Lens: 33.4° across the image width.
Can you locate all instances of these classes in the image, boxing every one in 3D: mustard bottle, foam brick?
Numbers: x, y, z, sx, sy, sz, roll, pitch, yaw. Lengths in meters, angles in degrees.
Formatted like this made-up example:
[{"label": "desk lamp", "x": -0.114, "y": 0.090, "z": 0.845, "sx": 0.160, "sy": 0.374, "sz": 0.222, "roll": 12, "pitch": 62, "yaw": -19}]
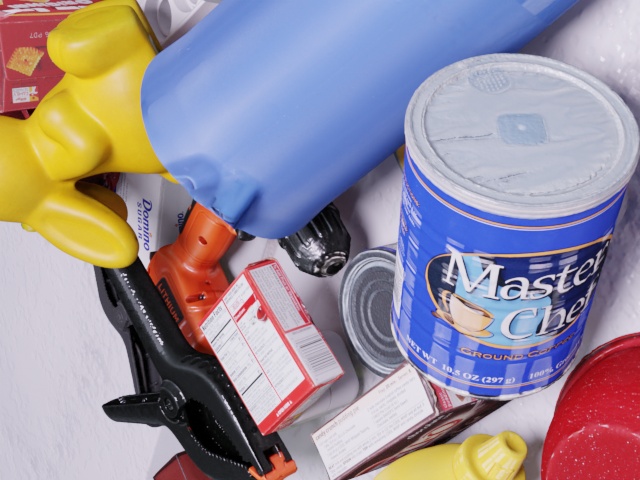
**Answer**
[{"label": "mustard bottle", "x": 0.066, "y": 0.173, "z": 0.634, "sx": 0.058, "sy": 0.096, "sz": 0.192, "roll": -82, "pitch": 18, "yaw": -48}, {"label": "foam brick", "x": -0.079, "y": 0.185, "z": 0.821, "sx": 0.053, "sy": 0.078, "sz": 0.051, "roll": -48, "pitch": 63, "yaw": 47}]

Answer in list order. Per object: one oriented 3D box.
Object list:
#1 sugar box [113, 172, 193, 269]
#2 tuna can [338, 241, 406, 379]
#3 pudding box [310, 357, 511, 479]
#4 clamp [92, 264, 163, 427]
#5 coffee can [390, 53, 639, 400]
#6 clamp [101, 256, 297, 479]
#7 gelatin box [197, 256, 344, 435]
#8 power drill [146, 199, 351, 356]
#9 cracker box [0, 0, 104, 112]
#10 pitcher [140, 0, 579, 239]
[{"label": "sugar box", "x": -0.169, "y": -0.040, "z": 0.898, "sx": 0.176, "sy": 0.048, "sz": 0.093, "roll": 27, "pitch": 117, "yaw": 40}, {"label": "tuna can", "x": 0.050, "y": 0.044, "z": 0.663, "sx": 0.086, "sy": 0.033, "sz": 0.086, "roll": 16, "pitch": 111, "yaw": 47}, {"label": "pudding box", "x": 0.060, "y": 0.097, "z": 0.621, "sx": 0.114, "sy": 0.089, "sz": 0.039, "roll": -48, "pitch": 62, "yaw": 44}, {"label": "clamp", "x": -0.157, "y": 0.073, "z": 0.917, "sx": 0.172, "sy": 0.039, "sz": 0.120, "roll": 54, "pitch": 131, "yaw": 35}, {"label": "coffee can", "x": 0.088, "y": -0.004, "z": 0.518, "sx": 0.103, "sy": 0.102, "sz": 0.140, "roll": 46, "pitch": 152, "yaw": 33}, {"label": "clamp", "x": -0.096, "y": 0.098, "z": 0.747, "sx": 0.210, "sy": 0.036, "sz": 0.164, "roll": 27, "pitch": 128, "yaw": 41}, {"label": "gelatin box", "x": -0.032, "y": 0.067, "z": 0.673, "sx": 0.089, "sy": 0.030, "sz": 0.073, "roll": 58, "pitch": 137, "yaw": 17}, {"label": "power drill", "x": -0.055, "y": 0.001, "z": 0.751, "sx": 0.184, "sy": 0.057, "sz": 0.188, "roll": 61, "pitch": 136, "yaw": 36}, {"label": "cracker box", "x": -0.223, "y": -0.160, "z": 0.839, "sx": 0.214, "sy": 0.163, "sz": 0.072, "roll": 22, "pitch": 118, "yaw": 46}, {"label": "pitcher", "x": 0.025, "y": -0.119, "z": 0.573, "sx": 0.243, "sy": 0.144, "sz": 0.149, "roll": -34, "pitch": 72, "yaw": 37}]
